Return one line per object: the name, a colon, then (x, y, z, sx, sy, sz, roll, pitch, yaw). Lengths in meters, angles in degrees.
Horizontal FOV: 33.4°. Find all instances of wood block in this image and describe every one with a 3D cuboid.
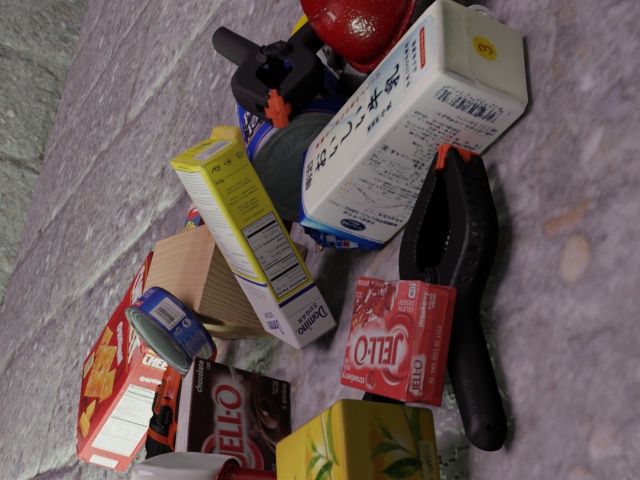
wood block: (-0.103, 0.044, 1.057, 0.206, 0.090, 0.091, -14, 60, 64)

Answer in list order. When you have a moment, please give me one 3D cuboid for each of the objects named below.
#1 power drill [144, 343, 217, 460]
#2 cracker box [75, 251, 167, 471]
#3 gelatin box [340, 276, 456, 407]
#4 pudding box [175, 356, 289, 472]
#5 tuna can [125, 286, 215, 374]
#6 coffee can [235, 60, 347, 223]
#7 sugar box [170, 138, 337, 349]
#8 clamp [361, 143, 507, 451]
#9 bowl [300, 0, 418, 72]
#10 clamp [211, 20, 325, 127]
power drill: (-0.127, 0.198, 1.024, 0.188, 0.057, 0.184, -144, 66, -66)
cracker box: (-0.221, 0.144, 1.277, 0.214, 0.072, 0.164, -55, 27, 32)
gelatin box: (0.047, 0.062, 0.671, 0.089, 0.030, 0.073, -179, 99, -66)
pudding box: (-0.073, 0.160, 0.887, 0.039, 0.090, 0.113, -55, 26, 37)
tuna can: (-0.137, 0.083, 0.978, 0.033, 0.086, 0.086, -45, 13, -22)
coffee can: (-0.018, -0.093, 0.948, 0.103, 0.102, 0.140, -61, 24, 24)
sugar box: (-0.056, 0.001, 0.889, 0.048, 0.176, 0.093, -35, 17, -15)
clamp: (0.082, 0.039, 0.690, 0.165, 0.036, 0.210, -3, 73, 65)
bowl: (0.025, -0.218, 0.848, 0.162, 0.055, 0.162, -174, 90, -67)
clamp: (-0.046, -0.151, 0.914, 0.120, 0.039, 0.171, -11, 34, 17)
